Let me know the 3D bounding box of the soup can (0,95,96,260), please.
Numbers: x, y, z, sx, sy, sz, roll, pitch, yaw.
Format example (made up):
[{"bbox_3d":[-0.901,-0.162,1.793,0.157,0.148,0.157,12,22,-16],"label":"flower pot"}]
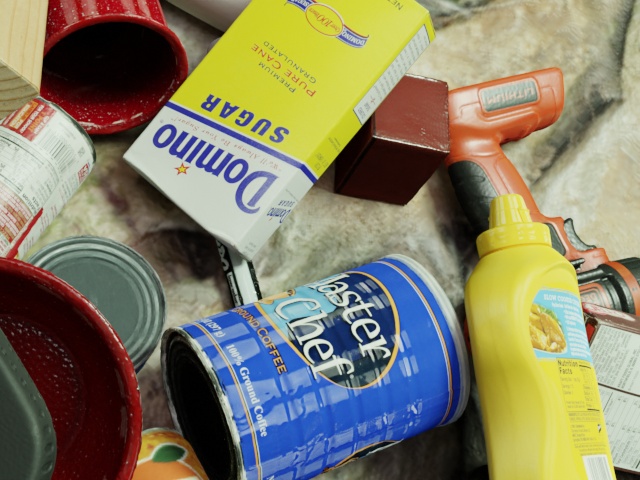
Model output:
[{"bbox_3d":[-0.179,-0.026,0.591,0.068,0.069,0.102,33,61,-3],"label":"soup can"}]

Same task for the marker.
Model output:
[{"bbox_3d":[-0.054,0.001,0.649,0.020,0.020,0.121,-10,71,-22],"label":"marker"}]

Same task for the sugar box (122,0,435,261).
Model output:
[{"bbox_3d":[-0.024,-0.085,0.626,0.093,0.048,0.176,39,87,17],"label":"sugar box"}]

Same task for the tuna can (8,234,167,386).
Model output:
[{"bbox_3d":[-0.131,0.042,0.597,0.086,0.034,0.086,7,66,-16],"label":"tuna can"}]

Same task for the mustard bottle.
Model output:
[{"bbox_3d":[0.117,0.067,0.580,0.096,0.058,0.191,13,66,-52],"label":"mustard bottle"}]

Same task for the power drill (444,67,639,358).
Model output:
[{"bbox_3d":[0.157,-0.019,0.706,0.184,0.057,0.188,-14,73,-22],"label":"power drill"}]

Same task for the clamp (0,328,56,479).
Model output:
[{"bbox_3d":[-0.180,0.129,0.488,0.164,0.036,0.210,-5,92,-1],"label":"clamp"}]

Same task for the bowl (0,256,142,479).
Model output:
[{"bbox_3d":[-0.167,0.085,0.533,0.162,0.055,0.162,0,94,-2],"label":"bowl"}]

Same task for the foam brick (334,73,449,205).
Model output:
[{"bbox_3d":[0.045,-0.065,0.678,0.051,0.078,0.053,9,65,-14],"label":"foam brick"}]

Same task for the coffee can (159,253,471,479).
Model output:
[{"bbox_3d":[-0.004,0.075,0.587,0.140,0.103,0.103,-17,74,-24],"label":"coffee can"}]

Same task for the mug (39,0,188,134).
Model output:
[{"bbox_3d":[-0.143,-0.117,0.634,0.117,0.093,0.081,-32,55,15],"label":"mug"}]
